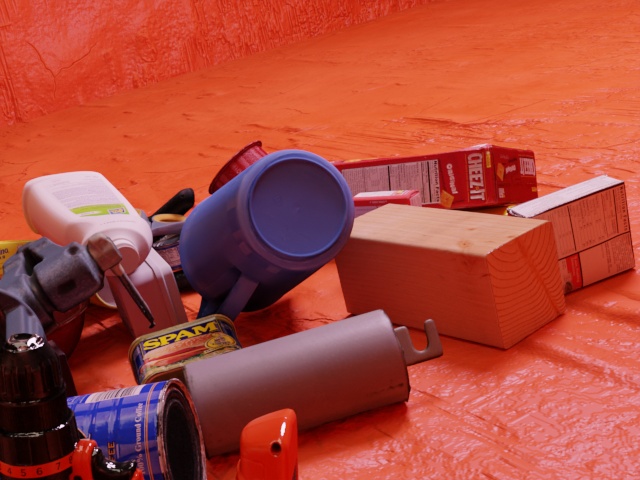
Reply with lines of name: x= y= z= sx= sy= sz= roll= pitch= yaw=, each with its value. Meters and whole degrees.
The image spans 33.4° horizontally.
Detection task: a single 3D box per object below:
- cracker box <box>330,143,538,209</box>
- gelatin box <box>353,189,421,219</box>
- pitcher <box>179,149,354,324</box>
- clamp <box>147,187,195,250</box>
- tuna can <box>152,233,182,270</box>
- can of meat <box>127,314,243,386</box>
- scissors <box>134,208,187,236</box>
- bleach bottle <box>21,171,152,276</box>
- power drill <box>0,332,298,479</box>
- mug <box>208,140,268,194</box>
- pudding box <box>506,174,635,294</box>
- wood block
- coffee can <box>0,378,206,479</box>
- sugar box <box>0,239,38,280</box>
cracker box: x=0.128 y=-0.068 z=1.252 sx=0.214 sy=0.072 sz=0.164 roll=-5 pitch=1 yaw=27
gelatin box: x=0.075 y=-0.007 z=1.136 sx=0.073 sy=0.089 sz=0.030 roll=-1 pitch=19 yaw=33
pitcher: x=-0.057 y=0.001 z=1.026 sx=0.144 sy=0.149 sz=0.243 roll=-15 pitch=-5 yaw=-18
clamp: x=-0.205 y=-0.008 z=1.378 sx=0.210 sy=0.036 sz=0.164 roll=-19 pitch=-21 yaw=24
tuna can: x=-0.153 y=0.005 z=1.263 sx=0.086 sy=0.034 sz=0.086 roll=-20 pitch=11 yaw=4
can of meat: x=-0.114 y=0.115 z=0.945 sx=0.102 sy=0.057 sz=0.084 roll=-16 pitch=20 yaw=-10
scissors: x=-0.182 y=-0.007 z=1.199 sx=0.096 sy=0.016 sz=0.202 roll=0 pitch=15 yaw=-21
bleach bottle: x=-0.241 y=-0.013 z=1.110 sx=0.102 sy=0.068 sz=0.251 roll=-12 pitch=20 yaw=-20
power drill: x=-0.108 y=0.144 z=0.665 sx=0.188 sy=0.184 sz=0.057 roll=-1 pitch=19 yaw=7
mug: x=-0.083 y=-0.059 z=1.343 sx=0.093 sy=0.081 sz=0.117 roll=-40 pitch=-10 yaw=-32
pudding box: x=0.236 y=-0.002 z=1.000 sx=0.113 sy=0.090 sz=0.039 roll=-19 pitch=19 yaw=-19
wood block: x=0.114 y=0.027 z=0.997 sx=0.090 sy=0.091 sz=0.207 roll=-25 pitch=21 yaw=-35
coffee can: x=-0.162 y=0.160 z=0.757 sx=0.140 sy=0.103 sz=0.102 roll=-11 pitch=17 yaw=7
sugar box: x=-0.364 y=0.025 z=1.269 sx=0.093 sy=0.048 sz=0.176 roll=-3 pitch=0 yaw=-14
